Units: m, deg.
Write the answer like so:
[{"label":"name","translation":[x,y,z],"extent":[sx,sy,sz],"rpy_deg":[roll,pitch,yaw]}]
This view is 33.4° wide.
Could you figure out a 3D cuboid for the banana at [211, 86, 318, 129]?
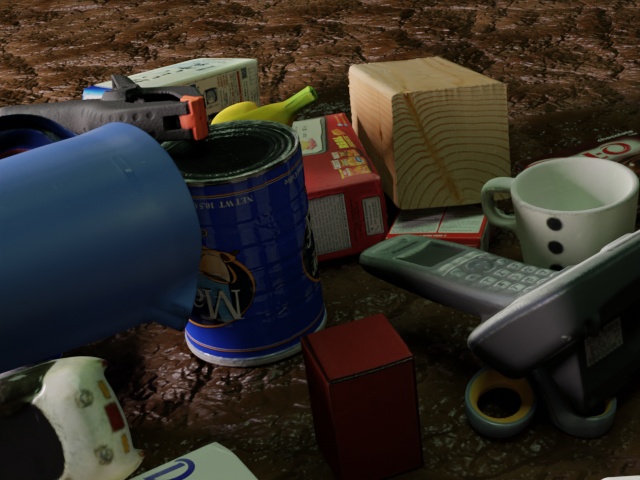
[{"label":"banana","translation":[-0.055,-0.086,0.828],"extent":[0.069,0.037,0.198],"rpy_deg":[-29,13,-13]}]

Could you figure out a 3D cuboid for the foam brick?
[{"label":"foam brick","translation":[0.024,0.092,0.608],"extent":[0.051,0.078,0.053],"rpy_deg":[-15,30,-13]}]

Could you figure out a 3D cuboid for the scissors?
[{"label":"scissors","translation":[0.115,0.069,0.690],"extent":[0.096,0.016,0.202],"rpy_deg":[-14,28,-13]}]

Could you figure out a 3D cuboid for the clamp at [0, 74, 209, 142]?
[{"label":"clamp","translation":[-0.135,-0.094,0.759],"extent":[0.172,0.039,0.120],"rpy_deg":[8,31,33]}]

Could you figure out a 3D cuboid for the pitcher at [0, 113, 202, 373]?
[{"label":"pitcher","translation":[-0.206,0.012,0.628],"extent":[0.242,0.145,0.149],"rpy_deg":[-21,19,-41]}]

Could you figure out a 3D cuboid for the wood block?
[{"label":"wood block","translation":[0.084,-0.095,0.886],"extent":[0.090,0.091,0.206],"rpy_deg":[-6,16,-5]}]

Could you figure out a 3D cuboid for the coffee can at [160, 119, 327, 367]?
[{"label":"coffee can","translation":[-0.055,0.001,0.735],"extent":[0.103,0.140,0.103],"rpy_deg":[-7,27,3]}]

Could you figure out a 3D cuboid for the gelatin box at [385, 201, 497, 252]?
[{"label":"gelatin box","translation":[0.096,-0.009,0.829],"extent":[0.073,0.030,0.089],"rpy_deg":[0,26,18]}]

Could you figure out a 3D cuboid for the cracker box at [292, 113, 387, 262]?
[{"label":"cracker box","translation":[-0.064,-0.031,0.876],"extent":[0.213,0.072,0.164],"rpy_deg":[-12,26,-4]}]
